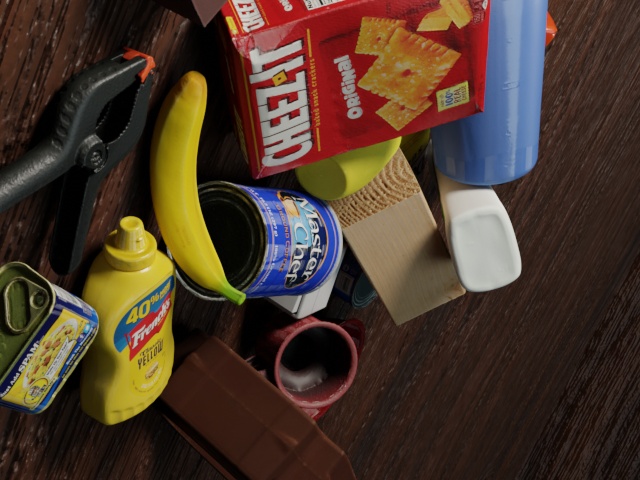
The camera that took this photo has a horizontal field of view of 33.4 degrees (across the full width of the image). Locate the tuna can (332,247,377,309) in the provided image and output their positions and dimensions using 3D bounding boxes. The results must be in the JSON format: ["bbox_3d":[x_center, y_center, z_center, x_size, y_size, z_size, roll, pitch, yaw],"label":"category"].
[{"bbox_3d":[0.052,0.038,1.289,0.086,0.034,0.086,-43,151,-31],"label":"tuna can"}]

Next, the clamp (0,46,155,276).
[{"bbox_3d":[-0.169,-0.055,0.757,0.171,0.039,0.120,-52,156,-14],"label":"clamp"}]

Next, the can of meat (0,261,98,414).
[{"bbox_3d":[-0.220,0.076,0.791,0.102,0.057,0.084,-56,158,-6],"label":"can of meat"}]

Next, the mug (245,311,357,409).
[{"bbox_3d":[-0.030,0.125,1.125,0.117,0.082,0.093,-18,106,-19],"label":"mug"}]

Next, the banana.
[{"bbox_3d":[-0.105,-0.040,0.855,0.037,0.070,0.198,-58,143,-58],"label":"banana"}]

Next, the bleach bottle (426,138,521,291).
[{"bbox_3d":[0.158,-0.050,1.181,0.251,0.068,0.102,-96,169,-61],"label":"bleach bottle"}]

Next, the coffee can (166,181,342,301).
[{"bbox_3d":[-0.056,0.001,0.958,0.140,0.103,0.103,1,117,-62],"label":"coffee can"}]

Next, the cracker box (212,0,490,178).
[{"bbox_3d":[0.029,-0.150,0.867,0.213,0.072,0.164,-18,144,-9],"label":"cracker box"}]

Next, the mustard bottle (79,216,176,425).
[{"bbox_3d":[-0.159,0.059,0.885,0.096,0.058,0.192,-41,150,-43],"label":"mustard bottle"}]

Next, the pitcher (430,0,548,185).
[{"bbox_3d":[0.150,-0.179,1.054,0.144,0.149,0.243,-50,142,-48],"label":"pitcher"}]

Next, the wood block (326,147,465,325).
[{"bbox_3d":[0.077,-0.008,1.139,0.091,0.090,0.206,-27,143,4],"label":"wood block"}]
